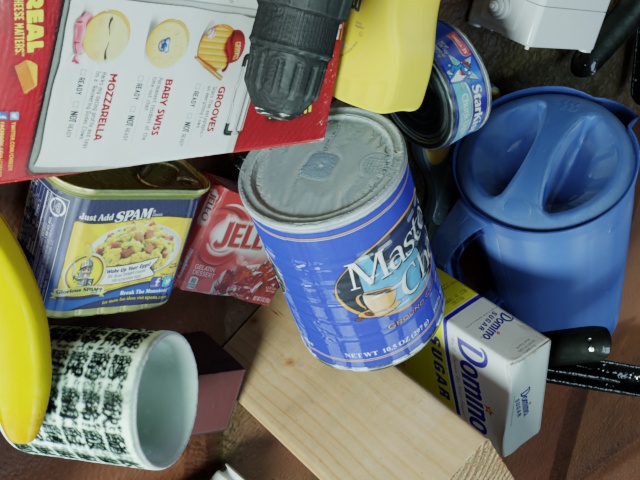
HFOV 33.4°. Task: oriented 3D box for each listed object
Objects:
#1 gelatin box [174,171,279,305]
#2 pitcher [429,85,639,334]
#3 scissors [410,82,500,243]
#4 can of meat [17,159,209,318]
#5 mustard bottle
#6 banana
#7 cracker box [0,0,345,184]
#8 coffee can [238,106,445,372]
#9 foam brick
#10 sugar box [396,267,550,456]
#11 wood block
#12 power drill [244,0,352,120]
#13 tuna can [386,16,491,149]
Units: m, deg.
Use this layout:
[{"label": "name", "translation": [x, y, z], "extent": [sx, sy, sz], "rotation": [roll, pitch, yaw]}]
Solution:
[{"label": "gelatin box", "translation": [-0.055, 0.001, 0.709], "extent": [0.089, 0.030, 0.073], "rotation": [16, 104, -49]}, {"label": "pitcher", "translation": [0.177, 0.007, 0.857], "extent": [0.243, 0.149, 0.145], "rotation": [68, 28, -54]}, {"label": "scissors", "translation": [0.082, -0.032, 0.828], "extent": [0.096, 0.016, 0.202], "rotation": [9, 109, -49]}, {"label": "can of meat", "translation": [-0.124, -0.006, 0.618], "extent": [0.101, 0.058, 0.084], "rotation": [-3, 121, -42]}, {"label": "mustard bottle", "translation": [0.039, -0.178, 0.623], "extent": [0.058, 0.096, 0.192], "rotation": [-9, 123, -40]}, {"label": "banana", "translation": [-0.188, 0.017, 0.556], "extent": [0.069, 0.037, 0.197], "rotation": [-38, 116, -15]}, {"label": "cracker box", "translation": [-0.085, -0.127, 0.559], "extent": [0.213, 0.072, 0.164], "rotation": [-13, 125, -39]}, {"label": "coffee can", "translation": [0.017, 0.001, 0.677], "extent": [0.102, 0.103, 0.140], "rotation": [-39, 137, -18]}, {"label": "foam brick", "translation": [-0.100, 0.099, 0.717], "extent": [0.078, 0.053, 0.051], "rotation": [0, 117, -44]}, {"label": "sugar box", "translation": [0.083, 0.071, 0.778], "extent": [0.048, 0.176, 0.093], "rotation": [-28, 134, -28]}, {"label": "wood block", "translation": [0.026, 0.129, 0.740], "extent": [0.090, 0.206, 0.090], "rotation": [-47, 139, -9]}, {"label": "power drill", "translation": [-0.049, -0.153, 0.477], "extent": [0.187, 0.057, 0.184], "rotation": [4, 103, -47]}, {"label": "tuna can", "translation": [0.073, -0.105, 0.716], "extent": [0.033, 0.086, 0.086], "rotation": [-30, 134, -24]}]
